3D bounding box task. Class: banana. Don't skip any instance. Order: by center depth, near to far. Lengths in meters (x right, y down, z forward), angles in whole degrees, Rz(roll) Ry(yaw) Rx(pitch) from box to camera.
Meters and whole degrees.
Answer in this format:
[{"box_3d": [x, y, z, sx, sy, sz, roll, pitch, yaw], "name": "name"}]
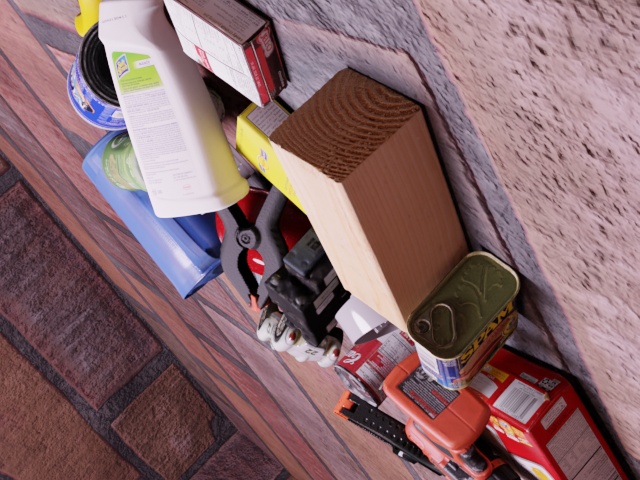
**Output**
[{"box_3d": [-0.257, -0.264, 1.196, 0.069, 0.037, 0.198, 62, 166, 8], "name": "banana"}]

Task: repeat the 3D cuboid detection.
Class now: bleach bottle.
[{"box_3d": [-0.155, -0.151, 1.062, 0.103, 0.068, 0.251, -6, 109, 30], "name": "bleach bottle"}]

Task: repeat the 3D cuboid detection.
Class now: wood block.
[{"box_3d": [0.047, -0.029, 0.883, 0.090, 0.090, 0.206, 35, 162, 38], "name": "wood block"}]

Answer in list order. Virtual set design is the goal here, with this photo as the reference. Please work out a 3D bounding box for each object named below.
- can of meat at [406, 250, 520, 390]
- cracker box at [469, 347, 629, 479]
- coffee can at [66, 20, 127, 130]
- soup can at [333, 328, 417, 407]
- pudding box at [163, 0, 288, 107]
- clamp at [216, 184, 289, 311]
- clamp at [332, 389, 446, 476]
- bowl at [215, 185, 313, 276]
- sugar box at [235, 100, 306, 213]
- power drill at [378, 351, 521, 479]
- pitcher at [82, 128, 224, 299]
[{"box_3d": [0.126, 0.072, 0.920, 0.057, 0.102, 0.084, 37, 165, 26], "name": "can of meat"}, {"box_3d": [0.216, 0.200, 1.072, 0.164, 0.072, 0.213, 25, 155, 55], "name": "cracker box"}, {"box_3d": [-0.222, -0.183, 1.177, 0.103, 0.102, 0.140, 48, 165, -10], "name": "coffee can"}, {"box_3d": [0.074, 0.131, 1.210, 0.068, 0.102, 0.068, 42, 165, 14], "name": "soup can"}, {"box_3d": [-0.085, -0.180, 0.943, 0.114, 0.039, 0.090, 36, 162, 25], "name": "pudding box"}, {"box_3d": [-0.081, -0.012, 1.139, 0.120, 0.039, 0.171, 11, 104, 27], "name": "clamp"}, {"box_3d": [0.101, 0.227, 1.186, 0.210, 0.036, 0.165, 32, 170, -12], "name": "clamp"}, {"box_3d": [-0.058, 0.001, 1.213, 0.162, 0.055, 0.162, 22, 160, 8], "name": "bowl"}, {"box_3d": [-0.006, -0.058, 1.037, 0.176, 0.048, 0.093, 45, 166, 8], "name": "sugar box"}, {"box_3d": [0.137, 0.195, 1.008, 0.185, 0.057, 0.187, 38, 164, 35], "name": "power drill"}, {"box_3d": [-0.213, -0.048, 1.465, 0.243, 0.144, 0.149, 48, 139, 2], "name": "pitcher"}]
